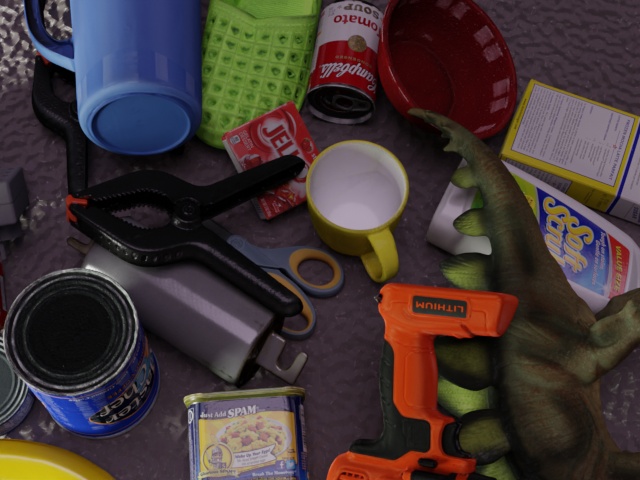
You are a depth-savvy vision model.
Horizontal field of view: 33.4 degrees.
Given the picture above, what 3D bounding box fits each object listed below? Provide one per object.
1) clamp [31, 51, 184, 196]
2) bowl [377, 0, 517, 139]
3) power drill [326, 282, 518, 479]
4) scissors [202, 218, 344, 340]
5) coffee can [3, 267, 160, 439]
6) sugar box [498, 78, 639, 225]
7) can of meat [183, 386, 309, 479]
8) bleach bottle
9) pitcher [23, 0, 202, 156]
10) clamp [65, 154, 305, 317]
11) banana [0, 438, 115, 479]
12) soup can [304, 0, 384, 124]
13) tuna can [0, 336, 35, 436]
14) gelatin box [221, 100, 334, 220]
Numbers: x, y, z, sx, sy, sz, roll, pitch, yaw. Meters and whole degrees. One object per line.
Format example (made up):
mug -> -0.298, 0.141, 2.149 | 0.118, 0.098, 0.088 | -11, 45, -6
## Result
clamp -> -0.226, -0.109, 1.011 | 0.171, 0.039, 0.120 | 41, 59, 16
bowl -> 0.109, -0.160, 1.010 | 0.161, 0.055, 0.162 | 13, 65, -30
power drill -> 0.101, 0.130, 0.807 | 0.185, 0.057, 0.187 | 6, 85, 20
scissors -> -0.056, 0.001, 0.979 | 0.096, 0.016, 0.202 | -32, 70, -15
coffee can -> -0.189, 0.095, 0.867 | 0.103, 0.140, 0.103 | 0, 66, -1
sugar box -> 0.262, -0.079, 1.003 | 0.176, 0.048, 0.093 | 22, 68, 5
can of meat -> -0.060, 0.170, 0.883 | 0.102, 0.057, 0.084 | -4, 69, -2
bleach bottle -> 0.227, 0.010, 0.955 | 0.251, 0.068, 0.102 | 26, 71, 8
pitcher -> -0.181, -0.202, 0.990 | 0.149, 0.144, 0.243 | -31, 53, 34
clamp -> -0.108, -0.023, 0.912 | 0.210, 0.036, 0.164 | 11, 53, -4
banana -> -0.252, 0.198, 0.881 | 0.198, 0.037, 0.069 | -2, 84, 0
soup can -> 0.026, -0.172, 1.028 | 0.068, 0.068, 0.102 | 8, 66, 3
tuna can -> -0.287, 0.125, 0.911 | 0.086, 0.034, 0.086 | 0, 66, -1
gelatin box -> -0.039, -0.074, 0.985 | 0.073, 0.030, 0.089 | -28, 98, -13
